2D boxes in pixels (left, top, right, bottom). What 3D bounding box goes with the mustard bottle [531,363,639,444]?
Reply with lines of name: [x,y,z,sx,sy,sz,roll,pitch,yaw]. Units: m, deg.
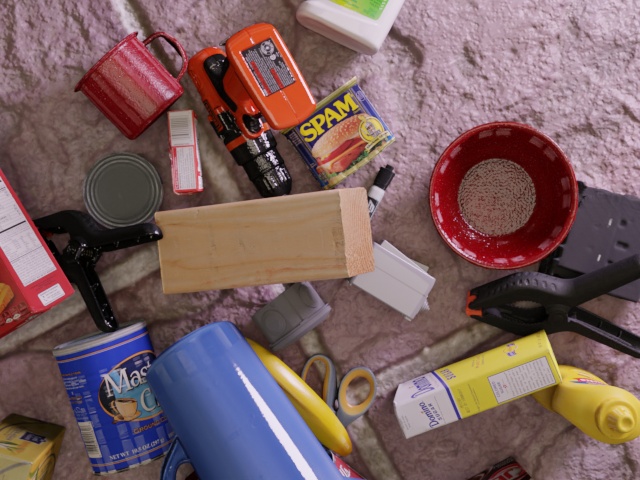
mustard bottle: [0.289,0.174,1.125,0.096,0.191,0.058,20,91,-4]

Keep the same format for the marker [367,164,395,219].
marker: [0.050,-0.030,1.191,0.020,0.020,0.121,28,91,-4]

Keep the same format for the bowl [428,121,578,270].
bowl: [0.198,-0.048,1.176,0.162,0.055,0.162,0,90,2]

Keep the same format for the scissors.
scissors: [0.022,0.225,1.201,0.096,0.016,0.202,-6,93,-2]

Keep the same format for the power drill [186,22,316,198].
power drill: [-0.066,-0.132,1.099,0.057,0.188,0.184,-32,93,-20]

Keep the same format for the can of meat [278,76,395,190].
can of meat: [0.020,-0.115,1.168,0.102,0.057,0.084,-36,96,-2]

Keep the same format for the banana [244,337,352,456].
banana: [-0.037,0.162,1.159,0.198,0.070,0.037,41,80,4]

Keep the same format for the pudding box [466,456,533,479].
pudding box: [0.181,0.288,1.175,0.113,0.090,0.039,-30,94,-1]

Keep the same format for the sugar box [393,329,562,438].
sugar box: [0.167,0.153,1.150,0.176,0.093,0.048,-20,94,11]

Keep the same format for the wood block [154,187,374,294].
wood block: [-0.057,0.001,1.114,0.206,0.090,0.090,-6,92,21]

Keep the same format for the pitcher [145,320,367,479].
pitcher: [-0.081,0.212,1.072,0.145,0.149,0.243,-42,75,30]

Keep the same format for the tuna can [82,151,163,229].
tuna can: [-0.215,-0.054,1.168,0.086,0.034,0.086,0,92,-3]

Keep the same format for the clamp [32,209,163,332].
clamp: [-0.242,0.008,1.125,0.172,0.039,0.120,34,86,29]

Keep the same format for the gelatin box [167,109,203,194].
gelatin box: [-0.146,-0.094,1.151,0.030,0.073,0.089,-4,93,-2]

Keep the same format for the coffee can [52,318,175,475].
coffee can: [-0.216,0.166,1.142,0.103,0.103,0.140,-18,93,-2]

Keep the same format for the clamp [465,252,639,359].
clamp: [0.264,0.064,1.159,0.210,0.164,0.036,5,48,11]

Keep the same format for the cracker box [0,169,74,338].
cracker box: [-0.379,0.006,1.107,0.164,0.072,0.213,-28,95,32]

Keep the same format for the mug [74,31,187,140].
mug: [-0.192,-0.170,1.139,0.117,0.093,0.081,-44,99,-2]

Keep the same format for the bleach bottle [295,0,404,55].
bleach bottle: [0.070,-0.334,1.160,0.102,0.068,0.251,25,88,-4]
